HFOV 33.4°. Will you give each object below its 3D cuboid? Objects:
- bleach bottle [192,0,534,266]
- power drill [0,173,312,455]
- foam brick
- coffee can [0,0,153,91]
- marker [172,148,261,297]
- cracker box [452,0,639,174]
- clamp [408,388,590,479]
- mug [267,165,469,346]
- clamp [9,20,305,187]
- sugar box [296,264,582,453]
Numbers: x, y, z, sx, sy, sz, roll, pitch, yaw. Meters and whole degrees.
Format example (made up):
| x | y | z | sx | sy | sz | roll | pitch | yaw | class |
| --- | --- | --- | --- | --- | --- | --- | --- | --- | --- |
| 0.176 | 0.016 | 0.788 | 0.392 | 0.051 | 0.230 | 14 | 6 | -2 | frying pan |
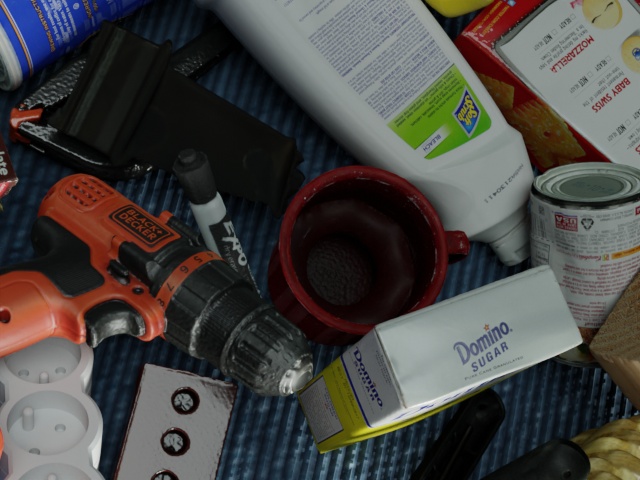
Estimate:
| x | y | z | sx | sy | sz | roll | pitch | yaw | class |
| --- | --- | --- | --- | --- | --- | --- | --- | --- | --- |
| 0.040 | -0.082 | 0.630 | 0.102 | 0.068 | 0.251 | -42 | 100 | -12 | bleach bottle |
| -0.120 | 0.050 | 0.520 | 0.185 | 0.057 | 0.187 | 32 | 41 | 26 | power drill |
| -0.080 | 0.110 | 0.572 | 0.053 | 0.051 | 0.078 | 14 | 73 | -9 | foam brick |
| -0.146 | -0.164 | 0.603 | 0.140 | 0.103 | 0.103 | -37 | 86 | -19 | coffee can |
| -0.054 | 0.001 | 0.581 | 0.020 | 0.121 | 0.020 | -11 | 39 | 9 | marker |
| 0.204 | -0.101 | 0.681 | 0.213 | 0.072 | 0.164 | 41 | 71 | 0 | cracker box |
| 0.042 | 0.158 | 0.563 | 0.210 | 0.164 | 0.036 | -43 | 93 | 4 | clamp |
| 0.027 | 0.012 | 0.605 | 0.117 | 0.082 | 0.093 | -11 | 78 | -15 | mug |
| -0.095 | -0.086 | 0.629 | 0.171 | 0.039 | 0.120 | 1 | 69 | -19 | clamp |
| 0.052 | 0.067 | 0.546 | 0.093 | 0.176 | 0.048 | -18 | 80 | -17 | sugar box |
